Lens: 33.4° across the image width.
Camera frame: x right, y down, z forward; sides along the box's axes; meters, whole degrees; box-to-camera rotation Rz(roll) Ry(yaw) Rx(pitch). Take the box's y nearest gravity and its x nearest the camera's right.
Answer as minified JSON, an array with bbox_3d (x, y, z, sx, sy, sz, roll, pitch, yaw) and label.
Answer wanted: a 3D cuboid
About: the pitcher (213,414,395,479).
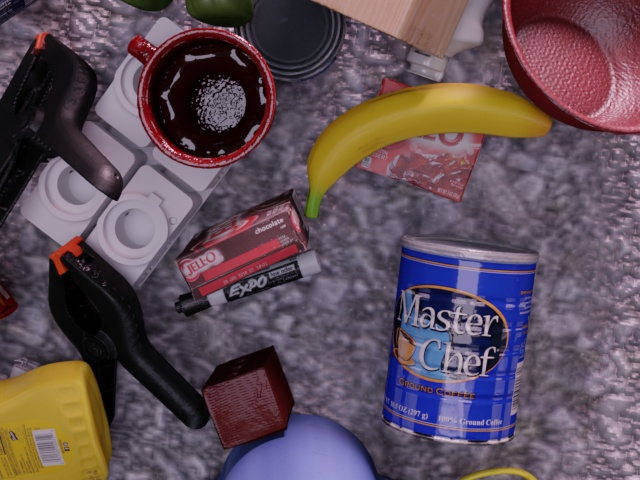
[{"bbox_3d":[-0.002,0.206,0.751,0.149,0.243,0.145,-45,92,-2],"label":"pitcher"}]

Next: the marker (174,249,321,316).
[{"bbox_3d":[-0.058,0.035,0.850,0.121,0.020,0.020,-19,94,5],"label":"marker"}]

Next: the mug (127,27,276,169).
[{"bbox_3d":[-0.084,-0.104,0.745,0.117,0.081,0.093,33,96,0],"label":"mug"}]

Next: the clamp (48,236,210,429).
[{"bbox_3d":[-0.167,0.081,0.822,0.120,0.039,0.171,-21,103,31],"label":"clamp"}]

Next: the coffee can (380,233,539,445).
[{"bbox_3d":[0.104,0.071,0.802,0.103,0.103,0.140,7,96,3],"label":"coffee can"}]

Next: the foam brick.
[{"bbox_3d":[-0.055,0.121,0.828,0.053,0.078,0.051,-20,95,5],"label":"foam brick"}]

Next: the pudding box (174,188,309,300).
[{"bbox_3d":[-0.055,0.001,0.799,0.090,0.113,0.039,-24,97,5],"label":"pudding box"}]

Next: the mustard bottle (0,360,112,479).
[{"bbox_3d":[-0.260,0.149,0.802,0.191,0.058,0.096,-8,118,0],"label":"mustard bottle"}]

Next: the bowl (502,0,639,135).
[{"bbox_3d":[0.192,-0.140,0.781,0.162,0.055,0.162,7,68,-19],"label":"bowl"}]

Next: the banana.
[{"bbox_3d":[0.070,-0.081,0.795,0.198,0.037,0.069,-19,112,5],"label":"banana"}]

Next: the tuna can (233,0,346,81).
[{"bbox_3d":[-0.022,-0.165,0.822,0.086,0.033,0.086,0,95,3],"label":"tuna can"}]

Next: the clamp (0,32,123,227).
[{"bbox_3d":[-0.196,-0.077,0.772,0.165,0.036,0.210,-19,50,28],"label":"clamp"}]

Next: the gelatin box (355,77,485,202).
[{"bbox_3d":[0.078,-0.078,0.826,0.089,0.030,0.073,19,96,1],"label":"gelatin box"}]
